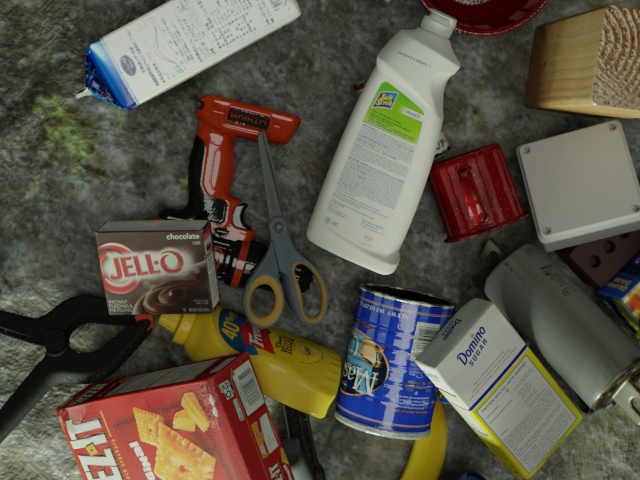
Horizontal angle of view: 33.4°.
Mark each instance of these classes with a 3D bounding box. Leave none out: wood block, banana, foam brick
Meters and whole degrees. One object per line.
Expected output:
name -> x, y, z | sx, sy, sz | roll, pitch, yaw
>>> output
wood block -> 0.277, -0.168, 1.042 | 0.090, 0.206, 0.090 | 7, 95, -7
banana -> 0.087, 0.265, 1.155 | 0.069, 0.037, 0.198 | 39, 91, -11
foam brick -> 0.300, 0.004, 1.141 | 0.053, 0.051, 0.078 | 44, 91, -8

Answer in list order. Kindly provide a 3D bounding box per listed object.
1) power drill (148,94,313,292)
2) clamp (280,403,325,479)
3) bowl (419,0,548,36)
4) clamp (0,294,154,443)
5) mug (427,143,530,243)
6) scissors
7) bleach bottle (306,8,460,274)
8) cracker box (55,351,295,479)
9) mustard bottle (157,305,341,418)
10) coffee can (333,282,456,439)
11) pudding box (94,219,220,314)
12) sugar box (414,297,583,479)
power drill -> -0.079, -0.045, 1.094 | 0.184, 0.057, 0.188 | 14, 94, -7
clamp -> -0.015, 0.241, 1.124 | 0.039, 0.120, 0.171 | -7, 119, 10
bowl -> 0.162, -0.289, 1.093 | 0.162, 0.055, 0.162 | -1, 96, -6
clamp -> -0.270, 0.119, 1.079 | 0.210, 0.036, 0.164 | -10, 67, -10
mug -> 0.156, -0.049, 1.092 | 0.093, 0.117, 0.081 | -19, 93, 16
scissors -> -0.057, 0.001, 1.066 | 0.096, 0.016, 0.202 | -27, 103, -9
bleach bottle -> 0.075, -0.099, 1.038 | 0.102, 0.068, 0.251 | 24, 107, 2
cracker box -> -0.143, 0.212, 1.056 | 0.214, 0.072, 0.164 | -15, 99, 31
mustard bottle -> -0.075, 0.113, 1.092 | 0.191, 0.096, 0.058 | 23, 113, -7
coffee can -> 0.077, 0.123, 1.105 | 0.102, 0.103, 0.140 | 10, 95, -7
pudding box -> -0.160, 0.026, 1.056 | 0.113, 0.039, 0.090 | -2, 113, 9
sugar box -> 0.181, 0.150, 1.077 | 0.093, 0.048, 0.176 | -45, 111, -13
